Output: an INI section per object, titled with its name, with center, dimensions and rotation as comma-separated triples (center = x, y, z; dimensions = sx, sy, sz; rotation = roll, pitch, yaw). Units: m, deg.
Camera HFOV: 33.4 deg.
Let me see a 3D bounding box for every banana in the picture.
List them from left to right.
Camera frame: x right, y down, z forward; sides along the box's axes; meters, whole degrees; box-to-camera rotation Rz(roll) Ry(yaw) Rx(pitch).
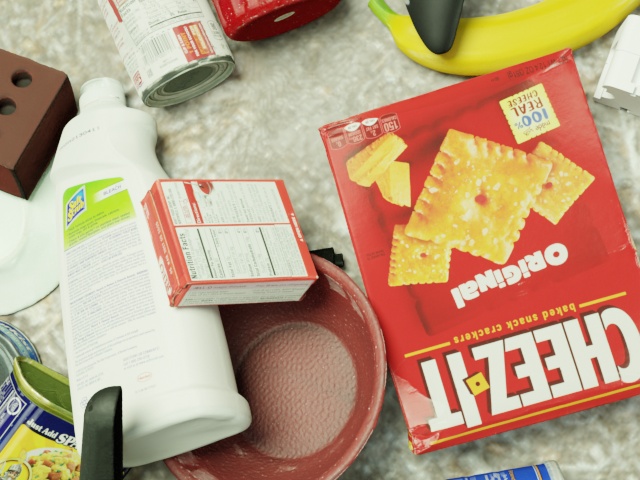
[banana]
center = 0.132, -0.146, 0.692
dimensions = 0.198, 0.037, 0.069
rotation = -9, 86, 4

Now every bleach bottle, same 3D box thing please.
[bleach bottle]
center = -0.115, 0.006, 0.664
dimensions = 0.103, 0.068, 0.251
rotation = -22, 64, 18

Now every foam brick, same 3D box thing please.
[foam brick]
center = -0.201, -0.076, 0.699
dimensions = 0.053, 0.051, 0.078
rotation = 21, 68, 5

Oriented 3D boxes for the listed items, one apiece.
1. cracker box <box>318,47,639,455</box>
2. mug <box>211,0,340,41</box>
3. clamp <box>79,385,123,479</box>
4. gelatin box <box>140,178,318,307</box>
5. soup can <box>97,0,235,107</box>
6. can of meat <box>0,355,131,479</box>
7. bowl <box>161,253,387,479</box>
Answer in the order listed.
[cracker box]
center = 0.105, 0.008, 0.666
dimensions = 0.164, 0.072, 0.214
rotation = -16, 85, 4
[mug]
center = -0.026, -0.183, 0.691
dimensions = 0.117, 0.093, 0.081
rotation = -19, 89, -33
[clamp]
center = -0.122, 0.163, 0.615
dimensions = 0.210, 0.036, 0.164
rotation = -28, 121, 28
[gelatin box]
center = -0.054, 0.001, 0.629
dimensions = 0.089, 0.030, 0.073
rotation = -2, 57, -32
[soup can]
center = -0.106, -0.147, 0.698
dimensions = 0.068, 0.068, 0.102
rotation = -25, 85, 3
[can of meat]
center = -0.172, 0.135, 0.674
dimensions = 0.102, 0.057, 0.084
rotation = 35, 93, -32
[bowl]
center = -0.027, 0.089, 0.667
dimensions = 0.162, 0.055, 0.162
rotation = -7, 71, 21
